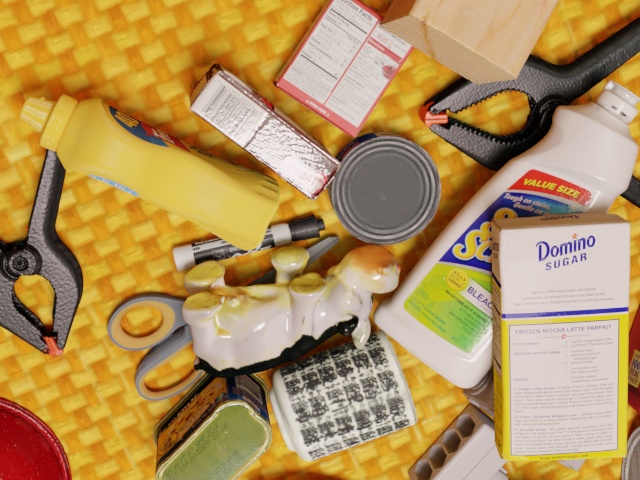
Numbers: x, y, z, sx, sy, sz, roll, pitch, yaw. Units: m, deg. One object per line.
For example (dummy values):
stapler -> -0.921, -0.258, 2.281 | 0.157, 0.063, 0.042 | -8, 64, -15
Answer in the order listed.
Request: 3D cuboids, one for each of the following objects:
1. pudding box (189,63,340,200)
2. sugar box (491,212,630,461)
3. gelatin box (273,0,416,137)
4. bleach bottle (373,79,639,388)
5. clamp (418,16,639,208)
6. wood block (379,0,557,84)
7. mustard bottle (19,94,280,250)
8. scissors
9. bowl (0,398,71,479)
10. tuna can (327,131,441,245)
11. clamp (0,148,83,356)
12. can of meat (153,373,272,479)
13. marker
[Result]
pudding box -> -0.042, -0.081, 0.785 | 0.113, 0.090, 0.039 | 38, 95, -13
sugar box -> 0.172, 0.070, 0.771 | 0.093, 0.048, 0.176 | -2, 101, -1
gelatin box -> 0.019, -0.135, 0.810 | 0.073, 0.030, 0.089 | 32, 96, -12
bleach bottle -> 0.150, -0.013, 0.812 | 0.103, 0.068, 0.251 | 37, 104, 14
clamp -> 0.185, -0.091, 0.837 | 0.210, 0.036, 0.164 | -9, 107, -2
wood block -> 0.137, -0.225, 0.756 | 0.090, 0.091, 0.206 | 28, 91, -12
mustard bottle -> -0.126, -0.056, 0.778 | 0.191, 0.096, 0.058 | 24, 97, -12
scissors -> -0.087, 0.042, 0.848 | 0.096, 0.016, 0.202 | 41, 96, -14
bowl -> -0.281, 0.206, 0.846 | 0.162, 0.055, 0.162 | -1, 104, -6
tuna can -> 0.049, -0.041, 0.835 | 0.086, 0.034, 0.086 | -2, 104, -6
clamp -> -0.239, 0.010, 0.811 | 0.120, 0.039, 0.171 | -8, 105, -3
can of meat -> -0.085, 0.154, 0.841 | 0.057, 0.084, 0.102 | 43, 95, -14
marker -> -0.055, 0.001, 0.841 | 0.121, 0.020, 0.020 | -14, 105, -4
